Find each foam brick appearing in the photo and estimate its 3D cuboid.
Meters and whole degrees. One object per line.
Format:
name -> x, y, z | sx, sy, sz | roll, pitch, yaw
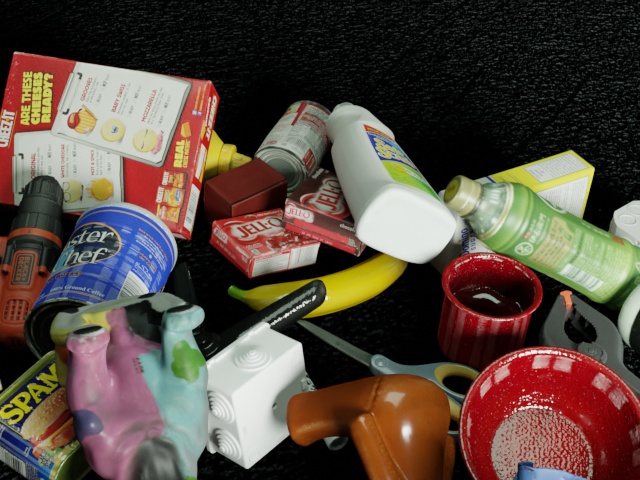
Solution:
foam brick -> -0.081, -0.044, 1.144 | 0.078, 0.053, 0.051 | -27, 50, -33

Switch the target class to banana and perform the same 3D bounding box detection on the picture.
banana -> 0.011, 0.042, 1.062 | 0.197, 0.037, 0.070 | -11, 43, -18

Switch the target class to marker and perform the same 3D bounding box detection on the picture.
marker -> -0.011, 0.139, 0.960 | 0.020, 0.020, 0.121 | -15, 44, -21

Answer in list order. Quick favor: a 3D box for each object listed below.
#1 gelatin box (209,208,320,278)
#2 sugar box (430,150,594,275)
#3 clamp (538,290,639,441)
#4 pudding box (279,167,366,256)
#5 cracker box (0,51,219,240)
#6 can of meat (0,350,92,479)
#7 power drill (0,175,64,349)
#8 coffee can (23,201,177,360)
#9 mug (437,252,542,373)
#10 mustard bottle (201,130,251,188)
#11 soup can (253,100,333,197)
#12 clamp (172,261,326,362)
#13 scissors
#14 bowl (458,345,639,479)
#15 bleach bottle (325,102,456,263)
gelatin box -> -0.057, 0.001, 1.096 | 0.089, 0.030, 0.073 | -12, 38, -37
sugar box -> 0.199, -0.028, 1.119 | 0.176, 0.093, 0.048 | -15, 42, -23
clamp -> 0.242, 0.119, 0.993 | 0.120, 0.039, 0.171 | -6, 42, -16
pudding box -> 0.018, -0.032, 1.123 | 0.090, 0.039, 0.113 | 21, 24, 9
cracker box -> -0.227, -0.097, 1.121 | 0.214, 0.072, 0.164 | 9, 81, 6
can of meat -> -0.221, 0.154, 0.893 | 0.084, 0.057, 0.102 | 28, 46, 18
power drill -> -0.343, 0.014, 1.020 | 0.187, 0.057, 0.184 | 1, 57, 0
coffee can -> -0.200, 0.046, 0.988 | 0.103, 0.103, 0.140 | 9, 40, 5
mug -> 0.152, 0.063, 1.016 | 0.093, 0.081, 0.117 | -7, 42, -13
mustard bottle -> -0.172, -0.098, 1.195 | 0.191, 0.058, 0.096 | 9, 42, 6
soup can -> -0.028, -0.104, 1.208 | 0.068, 0.068, 0.102 | 16, 42, 13
clamp -> -0.110, 0.097, 0.975 | 0.165, 0.036, 0.209 | 11, 48, 31
scissors -> 0.075, 0.114, 1.000 | 0.096, 0.016, 0.202 | -24, 48, -32
bowl -> 0.191, 0.172, 0.890 | 0.162, 0.055, 0.162 | 1, 61, -3
bleach bottle -> 0.052, -0.078, 1.106 | 0.102, 0.068, 0.251 | 23, 24, -30
